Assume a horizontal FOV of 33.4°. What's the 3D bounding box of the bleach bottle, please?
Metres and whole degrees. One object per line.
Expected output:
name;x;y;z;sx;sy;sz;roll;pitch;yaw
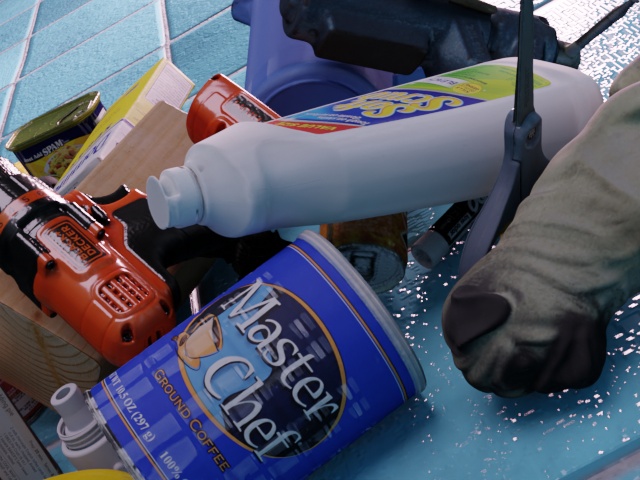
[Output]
bleach bottle;0.030;-0.046;0.586;0.250;0.068;0.103;-16;25;-27

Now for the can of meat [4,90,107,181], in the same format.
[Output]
can of meat;-0.235;-0.083;1.027;0.102;0.084;0.057;-21;29;18

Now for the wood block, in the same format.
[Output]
wood block;-0.133;0.011;0.729;0.205;0.090;0.091;-56;-6;-39

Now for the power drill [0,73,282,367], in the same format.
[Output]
power drill;-0.108;-0.029;0.632;0.185;0.057;0.187;40;55;22

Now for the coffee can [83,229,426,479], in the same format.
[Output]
coffee can;-0.032;0.076;0.540;0.140;0.102;0.103;-36;28;-10

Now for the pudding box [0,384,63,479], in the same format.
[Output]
pudding box;-0.215;0.105;0.664;0.039;0.113;0.090;-39;28;-22

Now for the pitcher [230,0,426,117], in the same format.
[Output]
pitcher;0.012;-0.145;0.853;0.149;0.145;0.242;-38;26;26

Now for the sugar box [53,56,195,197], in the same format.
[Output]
sugar box;-0.173;-0.079;0.911;0.093;0.048;0.176;-37;19;32

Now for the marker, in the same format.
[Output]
marker;0.100;-0.028;0.670;0.121;0.020;0.020;-45;30;-24

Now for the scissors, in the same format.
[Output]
scissors;0.090;-0.036;0.525;0.016;0.201;0.096;29;74;30
